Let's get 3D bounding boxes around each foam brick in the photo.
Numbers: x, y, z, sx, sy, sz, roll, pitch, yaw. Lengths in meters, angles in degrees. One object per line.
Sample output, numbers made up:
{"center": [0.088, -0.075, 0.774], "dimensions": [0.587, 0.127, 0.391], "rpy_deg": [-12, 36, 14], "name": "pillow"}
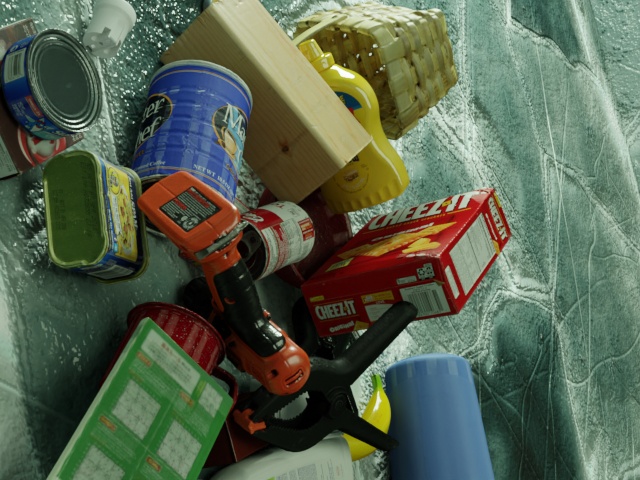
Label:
{"center": [-0.086, 0.178, 1.007], "dimensions": [0.078, 0.051, 0.053], "rpy_deg": [-12, 86, -61], "name": "foam brick"}

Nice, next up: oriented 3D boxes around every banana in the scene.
{"center": [0.038, 0.217, 1.223], "dimensions": [0.069, 0.037, 0.197], "rpy_deg": [53, 27, 5], "name": "banana"}

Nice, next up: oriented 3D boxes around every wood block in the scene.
{"center": [-0.055, -0.146, 1.108], "dimensions": [0.206, 0.091, 0.090], "rpy_deg": [50, 34, -4], "name": "wood block"}

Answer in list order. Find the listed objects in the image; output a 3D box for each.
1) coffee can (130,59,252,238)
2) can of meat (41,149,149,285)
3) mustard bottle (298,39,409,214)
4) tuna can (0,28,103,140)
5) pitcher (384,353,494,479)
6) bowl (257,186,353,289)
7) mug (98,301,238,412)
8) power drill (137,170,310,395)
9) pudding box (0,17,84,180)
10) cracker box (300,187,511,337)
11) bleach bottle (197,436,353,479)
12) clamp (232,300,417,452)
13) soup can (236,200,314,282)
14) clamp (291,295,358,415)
{"center": [-0.124, -0.085, 1.011], "dimensions": [0.102, 0.103, 0.140], "rpy_deg": [44, 42, -43], "name": "coffee can"}
{"center": [-0.188, -0.019, 0.892], "dimensions": [0.084, 0.057, 0.102], "rpy_deg": [35, 45, -74], "name": "can of meat"}
{"center": [0.021, -0.129, 1.171], "dimensions": [0.191, 0.096, 0.058], "rpy_deg": [67, 29, -15], "name": "mustard bottle"}
{"center": [-0.216, -0.125, 0.860], "dimensions": [0.086, 0.034, 0.086], "rpy_deg": [33, 51, -53], "name": "tuna can"}
{"center": [0.144, 0.270, 1.301], "dimensions": [0.144, 0.149, 0.243], "rpy_deg": [15, 60, -40], "name": "pitcher"}
{"center": [-0.026, -0.009, 1.194], "dimensions": [0.161, 0.055, 0.162], "rpy_deg": [33, 49, -50], "name": "bowl"}
{"center": [-0.127, 0.118, 0.912], "dimensions": [0.117, 0.093, 0.081], "rpy_deg": [27, 49, -6], "name": "mug"}
{"center": [-0.091, 0.032, 0.935], "dimensions": [0.057, 0.185, 0.187], "rpy_deg": [-38, 131, -18], "name": "power drill"}
{"center": [-0.251, -0.115, 0.871], "dimensions": [0.113, 0.039, 0.089], "rpy_deg": [67, 30, -15], "name": "pudding box"}
{"center": [0.098, 0.020, 1.166], "dimensions": [0.213, 0.164, 0.072], "rpy_deg": [-43, 116, -57], "name": "cracker box"}
{"center": [-0.059, 0.243, 1.010], "dimensions": [0.250, 0.068, 0.102], "rpy_deg": [7, 75, -57], "name": "bleach bottle"}
{"center": [0.012, 0.140, 1.021], "dimensions": [0.209, 0.036, 0.165], "rpy_deg": [-2, 109, -40], "name": "clamp"}
{"center": [-0.057, 0.001, 1.058], "dimensions": [0.102, 0.069, 0.068], "rpy_deg": [-24, 97, -59], "name": "soup can"}
{"center": [-0.008, 0.114, 1.182], "dimensions": [0.120, 0.039, 0.171], "rpy_deg": [29, 44, -40], "name": "clamp"}
